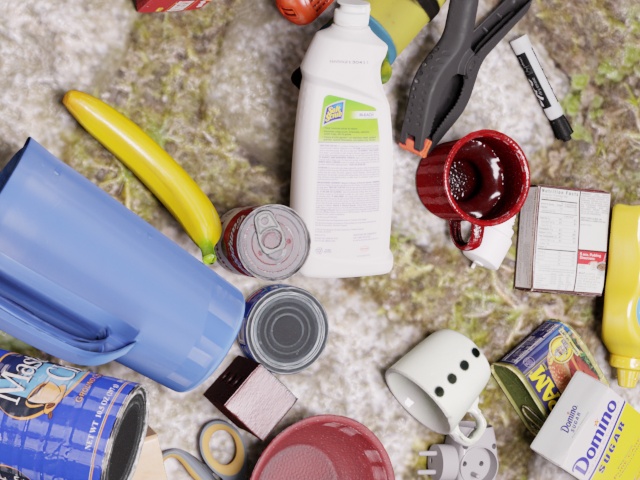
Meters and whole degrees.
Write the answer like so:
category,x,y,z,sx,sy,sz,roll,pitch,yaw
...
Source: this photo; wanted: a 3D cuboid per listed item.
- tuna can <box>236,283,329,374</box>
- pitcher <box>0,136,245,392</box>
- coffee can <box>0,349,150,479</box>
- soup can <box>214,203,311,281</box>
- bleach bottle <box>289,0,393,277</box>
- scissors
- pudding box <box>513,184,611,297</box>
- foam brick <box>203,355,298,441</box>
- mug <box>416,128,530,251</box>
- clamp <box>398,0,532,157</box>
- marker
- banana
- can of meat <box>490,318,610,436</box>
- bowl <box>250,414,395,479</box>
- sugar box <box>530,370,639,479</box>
category,x,y,z,sx,sy,sz,roll,pitch,yaw
tuna can,-0.036,0.085,1.019,0.086,0.034,0.086,0,91,-19
pitcher,-0.190,0.036,0.911,0.242,0.145,0.149,34,77,-19
coffee can,-0.219,0.147,0.845,0.140,0.103,0.103,13,86,7
soup can,-0.056,0.001,0.974,0.068,0.102,0.068,0,91,-19
bleach bottle,0.027,-0.092,0.973,0.102,0.068,0.251,-3,115,-18
scissors,-0.068,0.249,1.021,0.201,0.016,0.096,39,77,-18
pudding box,0.253,0.000,1.114,0.090,0.039,0.113,5,88,-19
foam brick,-0.065,0.144,0.987,0.051,0.078,0.053,45,75,-14
mug,0.146,-0.048,1.053,0.093,0.082,0.117,0,91,-19
clamp,0.141,-0.180,1.051,0.164,0.036,0.210,6,109,-59
marker,0.232,-0.157,1.113,0.020,0.020,0.121,-31,101,-16
banana,-0.150,-0.063,0.959,0.037,0.069,0.198,-43,90,6
can of meat,0.239,0.144,1.103,0.083,0.058,0.102,-37,103,-18
bowl,-0.009,0.242,1.012,0.161,0.055,0.162,0,89,-29
sugar box,0.291,0.209,1.088,0.176,0.048,0.093,36,85,-44
